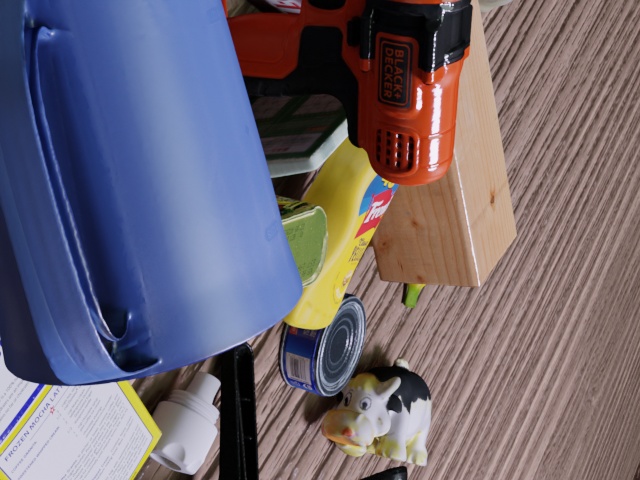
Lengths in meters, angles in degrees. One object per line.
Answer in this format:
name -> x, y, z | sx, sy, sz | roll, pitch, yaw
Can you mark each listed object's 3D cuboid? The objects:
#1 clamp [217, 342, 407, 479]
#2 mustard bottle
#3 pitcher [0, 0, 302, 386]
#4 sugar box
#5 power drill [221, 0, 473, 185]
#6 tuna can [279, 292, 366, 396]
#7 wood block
clamp -> -0.052, 0.184, 0.729 | 0.036, 0.165, 0.210 | 16, 112, -55
mustard bottle -> 0.022, -0.032, 0.754 | 0.192, 0.058, 0.096 | -63, 165, 8
pitcher -> -0.095, -0.069, 0.426 | 0.144, 0.149, 0.243 | -25, 111, -34
sugar box -> -0.150, 0.084, 0.548 | 0.093, 0.048, 0.176 | -58, 145, -32
power drill -> -0.011, -0.129, 0.551 | 0.057, 0.188, 0.184 | -37, 136, -49
tuna can -> 0.003, 0.081, 0.855 | 0.086, 0.034, 0.086 | -37, 135, -51
wood block -> 0.083, -0.076, 0.828 | 0.090, 0.090, 0.206 | -45, 129, -47
